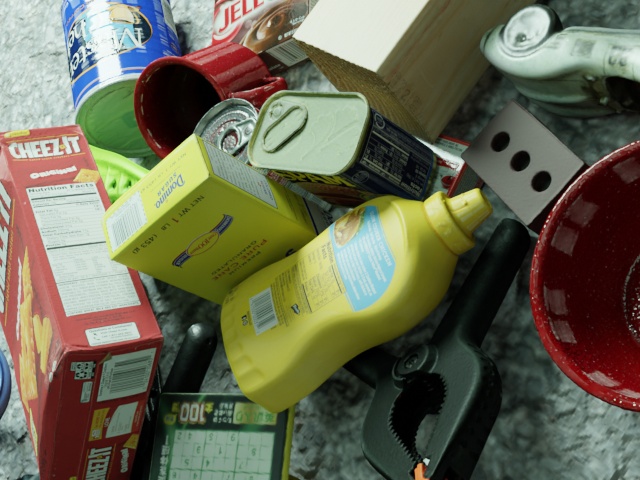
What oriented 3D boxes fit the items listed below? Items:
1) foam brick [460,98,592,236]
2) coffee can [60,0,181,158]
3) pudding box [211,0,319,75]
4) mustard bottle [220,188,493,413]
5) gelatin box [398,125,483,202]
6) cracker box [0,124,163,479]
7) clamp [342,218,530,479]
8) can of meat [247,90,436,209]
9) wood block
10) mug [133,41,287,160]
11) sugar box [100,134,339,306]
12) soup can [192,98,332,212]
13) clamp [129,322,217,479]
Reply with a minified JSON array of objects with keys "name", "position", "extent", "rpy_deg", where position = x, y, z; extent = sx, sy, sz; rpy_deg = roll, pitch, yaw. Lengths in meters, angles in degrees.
[{"name":"foam brick","position":[0.139,-0.042,0.680],"extent":[0.053,0.051,0.078],"rpy_deg":[-49,49,12]},{"name":"coffee can","position":[-0.174,-0.159,0.952],"extent":[0.103,0.102,0.140],"rpy_deg":[-32,54,24]},{"name":"pudding box","position":[-0.042,-0.187,0.899],"extent":[0.114,0.039,0.090],"rpy_deg":[-17,61,34]},{"name":"mustard bottle","position":[0.026,0.026,0.683],"extent":[0.192,0.058,0.096],"rpy_deg":[-34,41,18]},{"name":"gelatin box","position":[0.070,-0.033,0.748],"extent":[0.073,0.030,0.089],"rpy_deg":[24,87,44]},{"name":"cracker box","position":[-0.186,0.048,0.768],"extent":[0.214,0.072,0.164],"rpy_deg":[61,146,36]},{"name":"clamp","position":[0.073,0.075,0.646],"extent":[0.165,0.036,0.210],"rpy_deg":[-39,23,17]},{"name":"can of meat","position":[0.016,-0.058,0.725],"extent":[0.102,0.083,0.057],"rpy_deg":[9,77,44]},{"name":"wood block","position":[0.089,-0.184,0.737],"extent":[0.091,0.090,0.206],"rpy_deg":[31,82,43]},{"name":"mug","position":[-0.079,-0.113,0.850],"extent":[0.117,0.081,0.093],"rpy_deg":[-8,108,34]},{"name":"sugar box","position":[-0.055,0.001,0.735],"extent":[0.093,0.176,0.048],"rpy_deg":[-38,50,21]},{"name":"soup can","position":[-0.040,-0.054,0.797],"extent":[0.069,0.102,0.068],"rpy_deg":[-17,61,33]},{"name":"clamp","position":[-0.118,0.143,0.794],"extent":[0.120,0.039,0.171],"rpy_deg":[-42,40,49]}]
